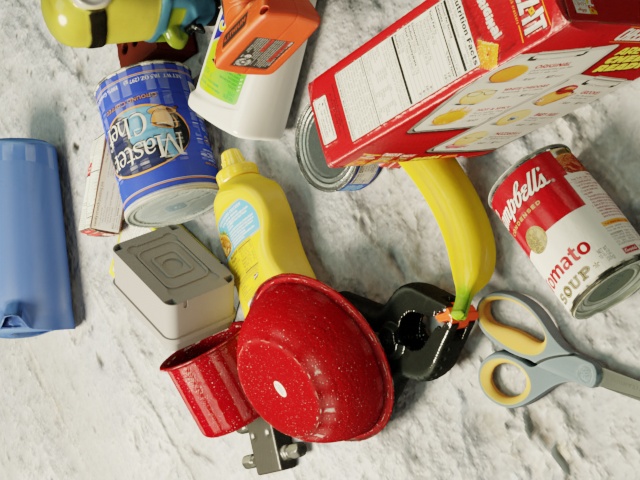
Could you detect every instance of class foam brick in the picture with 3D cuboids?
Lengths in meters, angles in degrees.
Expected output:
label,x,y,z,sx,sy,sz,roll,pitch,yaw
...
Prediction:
label,x,y,z,sx,sy,sz,roll,pitch,yaw
foam brick,-0.173,-0.208,1.117,0.078,0.051,0.053,-23,76,49

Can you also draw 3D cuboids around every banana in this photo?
label,x,y,z,sx,sy,sz,roll,pitch,yaw
banana,0.084,-0.041,0.803,0.037,0.069,0.198,-28,90,40

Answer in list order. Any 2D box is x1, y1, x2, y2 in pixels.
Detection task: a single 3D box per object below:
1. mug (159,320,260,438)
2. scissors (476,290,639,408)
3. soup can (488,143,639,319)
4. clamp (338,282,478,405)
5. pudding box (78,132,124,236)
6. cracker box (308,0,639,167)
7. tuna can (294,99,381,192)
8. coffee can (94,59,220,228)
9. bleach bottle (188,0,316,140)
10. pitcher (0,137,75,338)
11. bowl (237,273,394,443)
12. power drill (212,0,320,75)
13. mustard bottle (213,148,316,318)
label,x,y,z,sx,sy,sz,roll,pitch,yaw
mug,-0.094,0.132,1.029,0.081,0.093,0.117,63,-178,-8
scissors,0.180,0.107,0.759,0.202,0.016,0.096,38,123,41
soup can,0.169,-0.006,0.722,0.102,0.068,0.069,58,133,27
clamp,0.062,0.073,0.875,0.172,0.039,0.120,-44,66,48
pudding box,-0.235,-0.061,1.177,0.090,0.039,0.113,177,101,-69
cracker box,0.119,-0.119,0.696,0.214,0.163,0.072,-28,74,48
tuna can,0.017,-0.084,0.919,0.086,0.033,0.086,6,99,49
coffee can,-0.162,-0.096,1.076,0.103,0.102,0.140,-32,69,46
bleach bottle,-0.046,-0.222,0.961,0.103,0.067,0.251,36,117,43
pitcher,-0.379,0.001,1.334,0.149,0.144,0.243,-7,85,37
bowl,-0.018,0.111,0.890,0.162,0.055,0.162,24,129,33
power drill,-0.048,-0.243,0.860,0.185,0.057,0.187,-37,56,56
mustard bottle,-0.056,0.001,0.993,0.096,0.058,0.192,-45,60,53
